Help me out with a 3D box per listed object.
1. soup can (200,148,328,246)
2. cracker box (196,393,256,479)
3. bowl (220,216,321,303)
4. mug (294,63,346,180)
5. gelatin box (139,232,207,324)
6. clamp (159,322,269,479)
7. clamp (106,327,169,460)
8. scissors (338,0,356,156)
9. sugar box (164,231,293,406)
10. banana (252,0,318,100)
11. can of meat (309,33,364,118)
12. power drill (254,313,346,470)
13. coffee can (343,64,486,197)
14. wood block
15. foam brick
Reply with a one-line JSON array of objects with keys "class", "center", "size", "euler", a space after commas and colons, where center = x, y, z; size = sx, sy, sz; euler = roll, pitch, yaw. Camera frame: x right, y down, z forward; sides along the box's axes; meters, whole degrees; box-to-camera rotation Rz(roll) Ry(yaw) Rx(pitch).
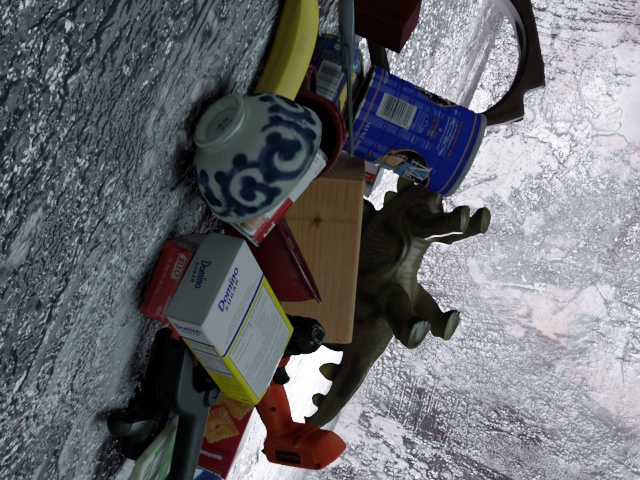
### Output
[{"class": "soup can", "center": [-0.050, -0.054, 0.959], "size": [0.102, 0.068, 0.068], "euler": [-50, 170, -3]}, {"class": "cracker box", "center": [-0.108, 0.194, 1.380], "size": [0.164, 0.072, 0.214], "euler": [-57, 171, -74]}, {"class": "bowl", "center": [-0.057, 0.001, 1.067], "size": [0.055, 0.162, 0.162], "euler": [-26, 169, 1]}, {"class": "mug", "center": [-0.018, -0.118, 1.066], "size": [0.081, 0.093, 0.117], "euler": [-45, 138, -77]}, {"class": "gelatin box", "center": [-0.129, 0.034, 0.993], "size": [0.073, 0.030, 0.089], "euler": [-67, 171, 10]}, {"class": "clamp", "center": [-0.121, 0.156, 1.065], "size": [0.164, 0.036, 0.210], "euler": [-56, 152, -25]}, {"class": "clamp", "center": [-0.179, 0.177, 1.065], "size": [0.120, 0.039, 0.172], "euler": [-54, 162, -42]}, {"class": "scissors", "center": [0.028, -0.189, 1.095], "size": [0.096, 0.016, 0.202], "euler": [-93, -178, -82]}, {"class": "sugar box", "center": [-0.082, 0.076, 0.999], "size": [0.093, 0.048, 0.176], "euler": [-65, 152, -25]}, {"class": "banana", "center": [-0.042, -0.155, 0.982], "size": [0.069, 0.037, 0.198], "euler": [-6, 121, -54]}, {"class": "can of meat", "center": [0.008, -0.165, 1.163], "size": [0.102, 0.057, 0.084], "euler": [81, 33, -75]}, {"class": "power drill", "center": [-0.038, 0.166, 1.210], "size": [0.057, 0.185, 0.187], "euler": [-31, 107, -37]}, {"class": "coffee can", "center": [0.101, -0.122, 1.202], "size": [0.103, 0.140, 0.103], "euler": [-157, -89, -84]}, {"class": "wood block", "center": [0.000, 0.007, 1.243], "size": [0.090, 0.091, 0.206], "euler": [-87, -179, -66]}, {"class": "foam brick", "center": [0.067, -0.255, 1.190], "size": [0.053, 0.078, 0.051], "euler": [-59, 170, -20]}]
